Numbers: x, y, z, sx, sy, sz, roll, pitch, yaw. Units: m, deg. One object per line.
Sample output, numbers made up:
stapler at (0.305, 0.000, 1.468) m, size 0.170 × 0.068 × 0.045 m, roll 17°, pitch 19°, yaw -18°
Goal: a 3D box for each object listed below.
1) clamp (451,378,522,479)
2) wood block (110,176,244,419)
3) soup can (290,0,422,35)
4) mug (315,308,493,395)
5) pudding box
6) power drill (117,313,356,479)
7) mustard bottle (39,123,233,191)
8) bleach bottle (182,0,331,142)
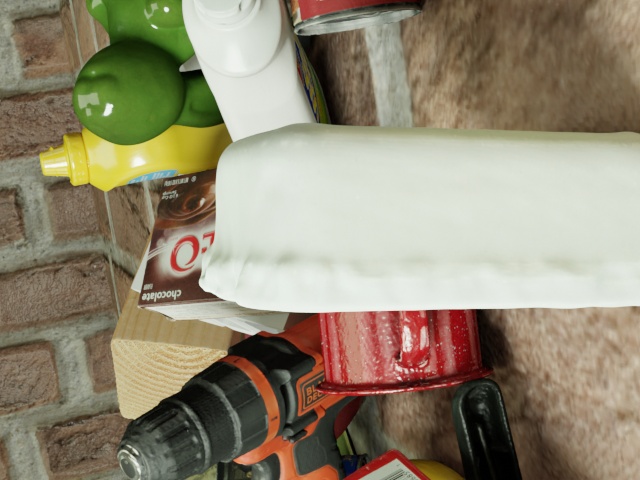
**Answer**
clamp at (0.099, 0.175, 0.527) m, size 0.165 × 0.036 × 0.210 m, roll 60°, pitch 157°, yaw 32°
wood block at (-0.102, 0.045, 0.891) m, size 0.206 × 0.090 × 0.091 m, roll -80°, pitch -6°, yaw -49°
soup can at (0.012, -0.164, 0.554) m, size 0.069 × 0.068 × 0.102 m, roll -172°, pitch 73°, yaw -73°
mug at (0.039, 0.033, 0.545) m, size 0.117 × 0.093 × 0.081 m, roll 63°, pitch -160°, yaw -89°
pudding box at (-0.054, 0.001, 0.657) m, size 0.114 × 0.039 × 0.090 m, roll -9°, pitch 63°, yaw 36°
power drill at (-0.031, 0.145, 0.610) m, size 0.057 × 0.184 × 0.188 m, roll 20°, pitch 122°, yaw 39°
mustard bottle at (-0.125, -0.076, 0.850) m, size 0.096 × 0.191 × 0.058 m, roll -158°, pitch 58°, yaw -71°
bleach bottle at (-0.036, -0.096, 0.627) m, size 0.251 × 0.068 × 0.102 m, roll 60°, pitch -163°, yaw -81°
